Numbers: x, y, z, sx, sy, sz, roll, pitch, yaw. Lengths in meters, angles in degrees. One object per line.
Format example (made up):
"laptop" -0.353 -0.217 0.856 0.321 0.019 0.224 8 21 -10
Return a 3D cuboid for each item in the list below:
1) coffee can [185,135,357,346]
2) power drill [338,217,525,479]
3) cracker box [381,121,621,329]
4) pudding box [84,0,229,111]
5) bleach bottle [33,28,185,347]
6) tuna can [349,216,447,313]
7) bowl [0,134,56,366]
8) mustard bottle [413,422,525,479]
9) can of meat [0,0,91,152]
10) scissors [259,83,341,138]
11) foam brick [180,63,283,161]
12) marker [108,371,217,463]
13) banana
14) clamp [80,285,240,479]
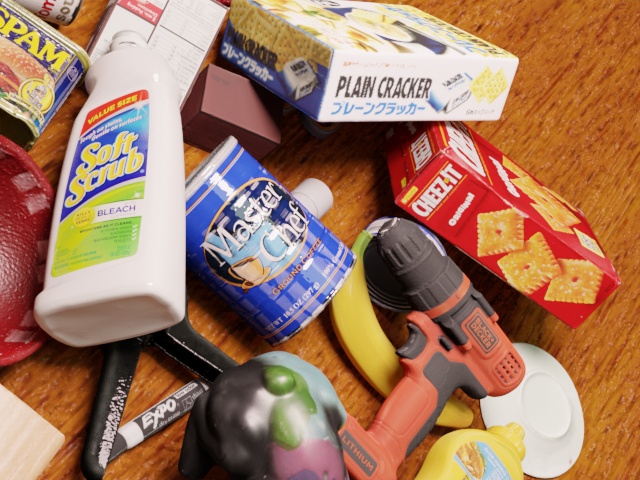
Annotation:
"coffee can" -0.056 0.001 0.854 0.140 0.103 0.102 43 51 -10
"power drill" 0.062 0.100 0.863 0.187 0.057 0.184 -44 107 -16
"cracker box" 0.164 -0.033 0.995 0.213 0.072 0.164 35 20 -17
"pudding box" -0.140 -0.166 0.892 0.090 0.039 0.113 28 84 -22
"bleach bottle" -0.151 -0.052 0.788 0.068 0.103 0.251 59 21 -55
"tuna can" 0.069 0.021 0.941 0.086 0.086 0.033 46 49 -8
"bowl" -0.243 0.007 0.728 0.162 0.055 0.162 32 54 -58
"mustard bottle" 0.121 0.216 0.900 0.191 0.058 0.096 -39 98 -40
"can of meat" -0.242 -0.128 0.818 0.102 0.058 0.084 34 56 -14
"scissors" 0.007 -0.174 1.037 0.096 0.016 0.201 44 51 -11
"foam brick" -0.078 -0.107 0.924 0.078 0.051 0.053 21 57 -25
"marker" -0.124 0.133 0.798 0.120 0.020 0.020 -30 87 -40
"banana" 0.058 0.092 0.916 0.198 0.070 0.037 60 9 -11
"clamp" -0.139 0.072 0.793 0.164 0.036 0.210 -21 74 -38
